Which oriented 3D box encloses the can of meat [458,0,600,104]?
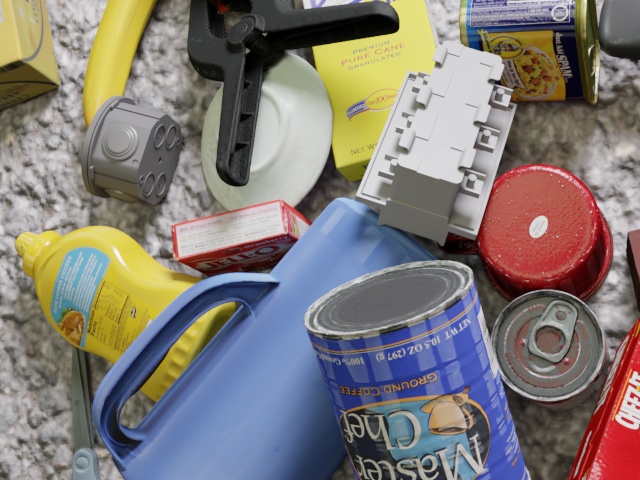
[{"bbox_3d":[0.146,-0.138,0.737,0.084,0.102,0.057,1,61,20],"label":"can of meat"}]

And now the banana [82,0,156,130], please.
[{"bbox_3d":[-0.153,-0.180,0.863,0.198,0.037,0.070,-66,27,2],"label":"banana"}]

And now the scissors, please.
[{"bbox_3d":[-0.162,0.179,0.808,0.096,0.016,0.202,5,80,16],"label":"scissors"}]

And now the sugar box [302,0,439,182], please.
[{"bbox_3d":[0.042,-0.141,0.800,0.093,0.048,0.176,-16,75,14],"label":"sugar box"}]

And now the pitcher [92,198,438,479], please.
[{"bbox_3d":[-0.026,0.088,0.722,0.145,0.149,0.243,37,87,20],"label":"pitcher"}]

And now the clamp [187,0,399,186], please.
[{"bbox_3d":[-0.038,-0.150,0.787,0.165,0.036,0.210,-39,44,10],"label":"clamp"}]

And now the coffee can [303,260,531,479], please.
[{"bbox_3d":[0.059,0.096,0.634,0.103,0.102,0.140,-14,105,14],"label":"coffee can"}]

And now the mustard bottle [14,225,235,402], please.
[{"bbox_3d":[-0.159,0.043,0.811,0.192,0.058,0.096,29,113,21],"label":"mustard bottle"}]

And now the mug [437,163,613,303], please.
[{"bbox_3d":[0.136,-0.003,0.721,0.117,0.081,0.093,1,78,17],"label":"mug"}]

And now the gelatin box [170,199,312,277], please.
[{"bbox_3d":[-0.055,0.001,0.783,0.089,0.073,0.030,-14,74,14],"label":"gelatin box"}]

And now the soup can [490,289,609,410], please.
[{"bbox_3d":[0.150,0.073,0.689,0.069,0.102,0.068,-4,77,16],"label":"soup can"}]
